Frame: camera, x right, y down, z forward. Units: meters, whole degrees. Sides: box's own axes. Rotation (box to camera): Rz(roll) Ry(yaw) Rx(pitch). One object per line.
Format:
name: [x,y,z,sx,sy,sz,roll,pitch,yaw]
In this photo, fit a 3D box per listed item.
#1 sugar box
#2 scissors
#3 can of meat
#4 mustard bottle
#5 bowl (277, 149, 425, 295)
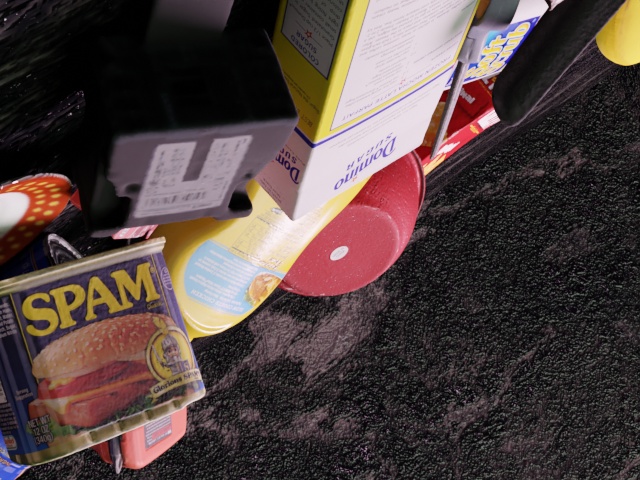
sugar box: [0.022,-0.089,0.471,0.093,0.048,0.176,-32,162,-28]
scissors: [0.077,-0.095,0.531,0.096,0.016,0.202,-82,-178,-50]
can of meat: [-0.113,0.052,0.515,0.101,0.084,0.058,-17,180,-37]
mustard bottle: [-0.055,0.001,0.655,0.192,0.058,0.096,-50,144,10]
bowl: [0.007,-0.010,0.783,0.162,0.055,0.162,-9,135,-9]
